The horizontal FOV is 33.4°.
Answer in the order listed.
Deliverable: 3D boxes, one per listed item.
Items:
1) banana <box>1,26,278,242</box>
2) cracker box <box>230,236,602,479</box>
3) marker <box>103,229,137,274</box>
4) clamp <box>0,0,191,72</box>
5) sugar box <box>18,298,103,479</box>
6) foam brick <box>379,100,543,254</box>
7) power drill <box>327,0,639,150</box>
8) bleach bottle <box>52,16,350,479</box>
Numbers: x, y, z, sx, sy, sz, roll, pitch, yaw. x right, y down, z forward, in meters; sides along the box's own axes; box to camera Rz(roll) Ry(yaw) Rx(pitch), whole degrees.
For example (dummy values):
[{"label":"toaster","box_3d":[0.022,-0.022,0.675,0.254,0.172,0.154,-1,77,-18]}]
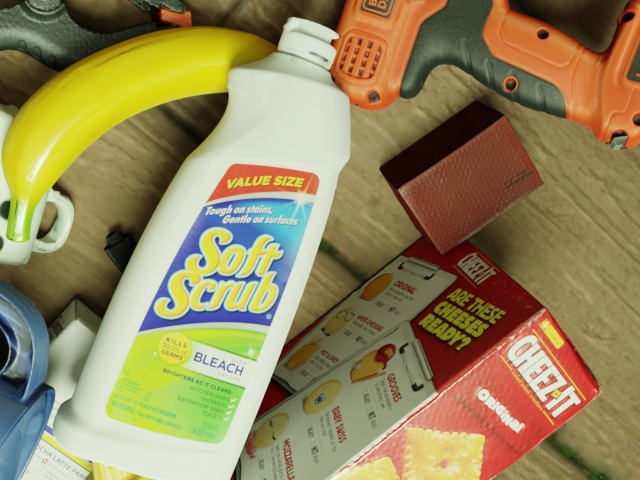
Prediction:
[{"label":"banana","box_3d":[-0.095,-0.076,0.571,0.197,0.037,0.069,-34,140,-27]},{"label":"cracker box","box_3d":[0.032,0.100,0.617,0.213,0.164,0.072,-38,111,1]},{"label":"marker","box_3d":[-0.095,0.045,0.652,0.020,0.020,0.121,-31,109,-2]},{"label":"clamp","box_3d":[-0.155,-0.143,0.574,0.171,0.039,0.120,-2,102,-22]},{"label":"sugar box","box_3d":[-0.171,0.130,0.648,0.093,0.048,0.176,42,91,-21]},{"label":"foam brick","box_3d":[0.084,-0.039,0.648,0.078,0.051,0.053,-34,110,0]},{"label":"power drill","box_3d":[0.110,-0.141,0.587,0.188,0.057,0.184,20,96,14]},{"label":"bleach bottle","box_3d":[-0.054,0.001,0.572,0.102,0.068,0.251,19,92,-15]}]
